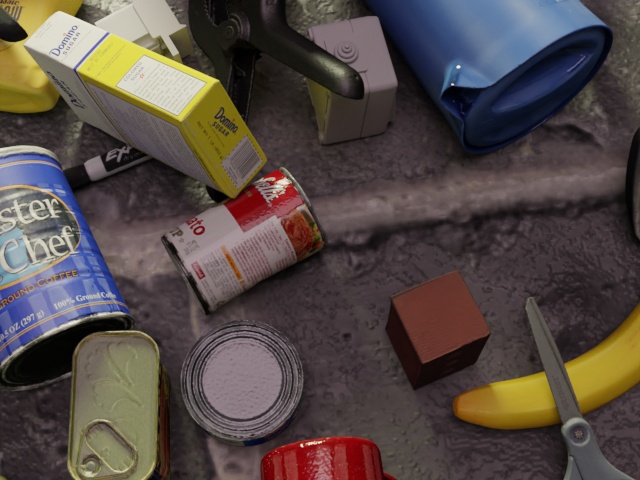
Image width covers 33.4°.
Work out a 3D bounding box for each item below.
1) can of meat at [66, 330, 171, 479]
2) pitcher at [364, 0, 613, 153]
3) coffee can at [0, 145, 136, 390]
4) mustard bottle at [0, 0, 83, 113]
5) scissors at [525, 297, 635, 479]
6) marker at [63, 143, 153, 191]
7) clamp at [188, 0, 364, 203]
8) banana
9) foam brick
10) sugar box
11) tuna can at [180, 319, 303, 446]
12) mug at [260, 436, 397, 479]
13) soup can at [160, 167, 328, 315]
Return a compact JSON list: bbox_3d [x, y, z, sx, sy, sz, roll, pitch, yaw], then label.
[{"bbox_3d":[-0.132,0.121,0.722,0.057,0.084,0.102,-2,70,0],"label":"can of meat"},{"bbox_3d":[0.106,-0.198,0.818,0.145,0.149,0.243,-36,70,7],"label":"pitcher"},{"bbox_3d":[-0.205,0.019,0.749,0.102,0.103,0.140,-26,72,-8],"label":"coffee can"},{"bbox_3d":[-0.237,-0.199,0.850,0.096,0.058,0.191,7,70,8],"label":"mustard bottle"},{"bbox_3d":[0.161,0.147,0.720,0.096,0.016,0.202,-35,89,-2],"label":"scissors"},{"bbox_3d":[-0.149,-0.065,0.822,0.121,0.020,0.020,-24,72,-8],"label":"marker"},{"bbox_3d":[-0.046,-0.151,0.786,0.036,0.165,0.210,3,69,-46],"label":"clamp"},{"bbox_3d":[0.188,0.084,0.752,0.197,0.037,0.069,-36,83,-5],"label":"banana"},{"bbox_3d":[0.080,0.063,0.743,0.053,0.078,0.051,-22,70,-7],"label":"foam brick"},{"bbox_3d":[-0.127,-0.099,0.765,0.176,0.093,0.048,31,72,34],"label":"sugar box"},{"bbox_3d":[-0.054,0.101,0.754,0.086,0.034,0.086,0,70,1],"label":"tuna can"},{"bbox_3d":[0.014,0.179,0.704,0.117,0.093,0.081,8,62,-30],"label":"mug"},{"bbox_3d":[-0.055,0.001,0.772,0.102,0.068,0.068,-30,73,-9],"label":"soup can"}]
